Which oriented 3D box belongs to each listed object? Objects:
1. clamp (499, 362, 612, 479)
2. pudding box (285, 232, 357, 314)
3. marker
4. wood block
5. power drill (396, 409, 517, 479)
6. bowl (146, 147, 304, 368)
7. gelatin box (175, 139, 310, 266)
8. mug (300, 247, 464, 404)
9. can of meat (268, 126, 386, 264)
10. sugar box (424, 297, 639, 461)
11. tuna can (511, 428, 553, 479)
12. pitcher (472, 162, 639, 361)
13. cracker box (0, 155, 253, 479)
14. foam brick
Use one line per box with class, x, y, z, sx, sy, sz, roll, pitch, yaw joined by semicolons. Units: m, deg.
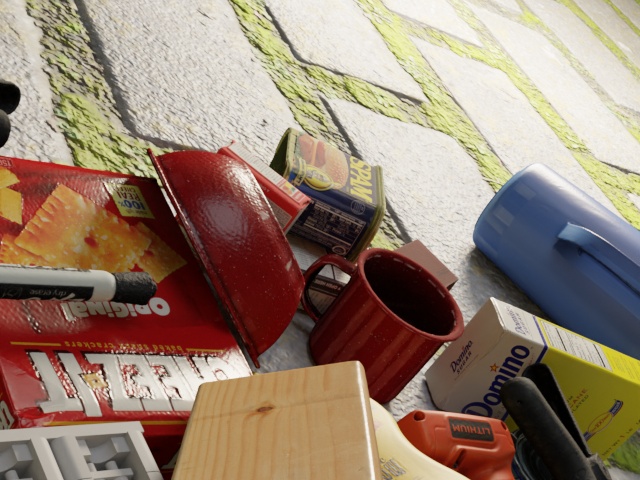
clamp;0.180;0.159;0.746;0.171;0.039;0.120;61;22;1
pudding box;-0.015;0.008;0.854;0.089;0.039;0.113;18;31;-28
marker;-0.139;0.023;0.556;0.120;0.020;0.020;6;40;-40
wood block;-0.014;0.132;0.462;0.091;0.090;0.206;-8;13;2
power drill;0.103;0.198;0.678;0.184;0.057;0.188;16;37;-40
bowl;-0.055;0.001;0.703;0.162;0.055;0.162;63;-5;9
gelatin box;-0.062;-0.017;0.782;0.073;0.089;0.030;38;26;3
mug;0.035;0.059;0.784;0.117;0.082;0.093;36;28;-1
can of meat;0.000;-0.037;0.838;0.084;0.057;0.102;24;27;-12
sugar box;0.181;0.116;0.851;0.176;0.093;0.048;20;32;-26
tuna can;0.166;0.182;0.795;0.086;0.034;0.086;27;29;-17
pitcher;0.269;0.032;1.035;0.243;0.149;0.144;42;42;18
cracker box;-0.139;0.045;0.619;0.163;0.072;0.214;7;40;-42
foam brick;0.068;0.040;0.884;0.053;0.051;0.078;46;29;15
